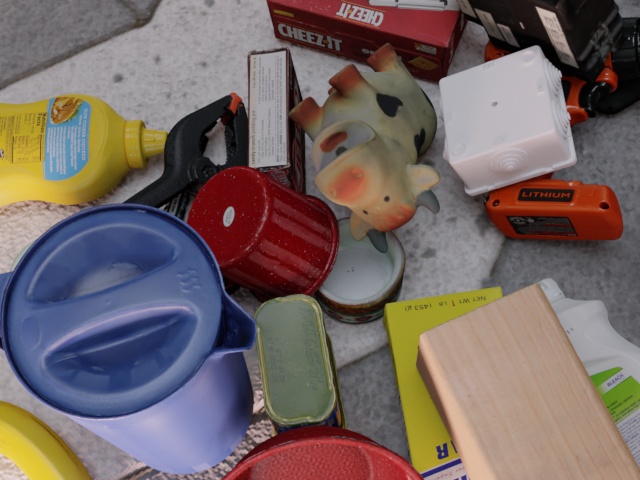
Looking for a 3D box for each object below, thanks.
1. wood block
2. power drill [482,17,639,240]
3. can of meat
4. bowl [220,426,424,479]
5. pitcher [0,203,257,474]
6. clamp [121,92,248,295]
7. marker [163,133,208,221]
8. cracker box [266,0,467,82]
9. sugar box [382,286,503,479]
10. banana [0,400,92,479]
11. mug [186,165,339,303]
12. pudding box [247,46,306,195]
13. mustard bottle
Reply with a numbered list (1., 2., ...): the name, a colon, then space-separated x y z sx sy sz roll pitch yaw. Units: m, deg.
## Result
1. wood block: 0.148 0.146 0.710 0.090 0.091 0.206 -23 69 -7
2. power drill: 0.212 -0.093 0.850 0.185 0.057 0.187 0 64 30
3. can of meat: -0.016 0.099 0.793 0.057 0.084 0.102 -10 67 0
4. bowl: -0.004 0.184 0.742 0.162 0.162 0.055 -11 30 0
5. pitcher: -0.123 0.081 0.723 0.145 0.243 0.149 -36 69 -11
6. clamp: -0.091 -0.040 0.876 0.120 0.039 0.171 37 63 -18
7. marker: -0.118 -0.040 0.897 0.020 0.020 0.121 11 68 9
8. cracker box: 0.067 -0.261 0.949 0.164 0.072 0.213 17 70 12
9. sugar box: 0.106 0.128 0.792 0.093 0.048 0.176 -9 65 0
10. banana: -0.217 0.176 0.805 0.198 0.037 0.069 33 91 18
11. mug: -0.055 0.001 0.802 0.117 0.081 0.093 -33 54 22
12. pudding box: -0.035 -0.086 0.871 0.039 0.090 0.113 -6 65 4
13. mustard bottle: -0.223 -0.076 0.899 0.191 0.058 0.096 -4 64 3
